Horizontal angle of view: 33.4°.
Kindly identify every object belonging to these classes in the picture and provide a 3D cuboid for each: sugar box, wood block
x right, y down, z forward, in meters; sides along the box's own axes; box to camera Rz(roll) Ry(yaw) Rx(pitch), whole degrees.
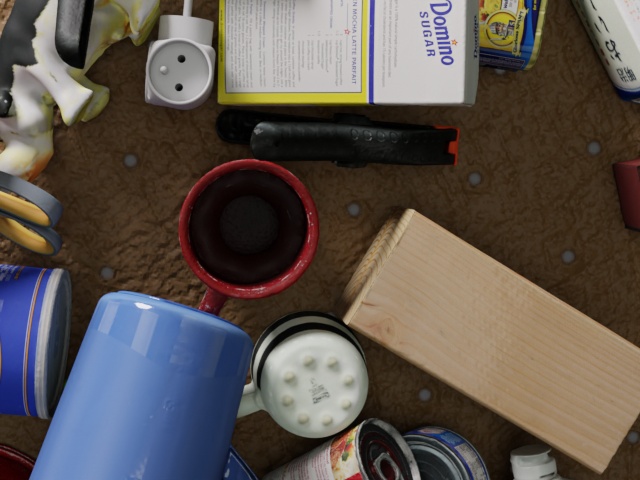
[{"bbox_3d":[0.018,-0.137,0.721,0.176,0.048,0.093,3,96,19],"label":"sugar box"},{"bbox_3d":[0.124,0.068,0.759,0.206,0.090,0.091,31,92,-6],"label":"wood block"}]

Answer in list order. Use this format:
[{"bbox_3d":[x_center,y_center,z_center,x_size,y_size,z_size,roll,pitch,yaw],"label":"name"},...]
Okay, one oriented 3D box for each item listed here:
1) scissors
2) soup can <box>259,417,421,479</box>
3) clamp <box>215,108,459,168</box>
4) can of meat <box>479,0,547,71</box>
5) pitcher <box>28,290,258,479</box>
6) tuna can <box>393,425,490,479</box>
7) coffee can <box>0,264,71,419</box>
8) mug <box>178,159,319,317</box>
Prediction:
[{"bbox_3d":[-0.259,-0.037,0.746,0.202,0.096,0.016,17,61,22],"label":"scissors"},{"bbox_3d":[0.011,0.176,0.749,0.102,0.068,0.068,-34,98,29],"label":"soup can"},{"bbox_3d":[0.011,-0.072,0.745,0.171,0.120,0.039,3,106,-27],"label":"clamp"},{"bbox_3d":[0.113,-0.173,0.754,0.084,0.057,0.102,8,95,-8],"label":"can of meat"},{"bbox_3d":[-0.116,0.165,0.689,0.145,0.149,0.243,9,77,30],"label":"pitcher"},{"bbox_3d":[0.077,0.179,0.770,0.086,0.033,0.086,0,90,30],"label":"tuna can"},{"bbox_3d":[-0.247,0.064,0.720,0.140,0.103,0.103,5,94,-5],"label":"coffee can"},{"bbox_3d":[-0.055,0.001,0.741,0.093,0.081,0.117,23,92,-6],"label":"mug"}]
